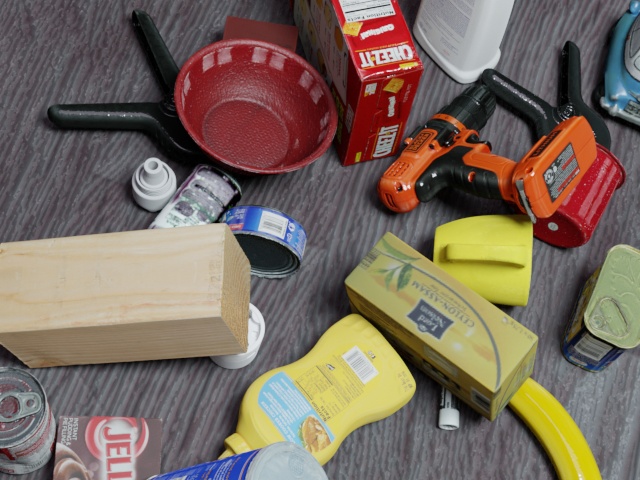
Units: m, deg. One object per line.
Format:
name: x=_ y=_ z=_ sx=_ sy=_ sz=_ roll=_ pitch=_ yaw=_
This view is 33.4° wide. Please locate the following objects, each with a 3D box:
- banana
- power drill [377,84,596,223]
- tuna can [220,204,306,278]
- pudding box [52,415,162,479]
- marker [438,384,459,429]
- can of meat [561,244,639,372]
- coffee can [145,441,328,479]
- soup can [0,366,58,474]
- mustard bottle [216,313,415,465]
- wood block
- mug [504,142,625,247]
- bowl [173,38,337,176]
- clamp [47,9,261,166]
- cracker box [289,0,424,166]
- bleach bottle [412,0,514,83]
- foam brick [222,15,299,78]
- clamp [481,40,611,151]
banana: x=0.216 y=0.201 z=0.976 sx=0.069 sy=0.037 sz=0.198 roll=-10 pitch=66 yaw=-12
power drill: x=0.170 y=-0.088 z=1.046 sx=0.188 sy=0.057 sz=0.184 roll=10 pitch=50 yaw=46
tuna can: x=-0.057 y=0.001 z=1.011 sx=0.086 sy=0.086 sz=0.033 roll=13 pitch=62 yaw=-1
pudding box: x=-0.184 y=0.209 z=0.923 sx=0.090 sy=0.039 sz=0.113 roll=2 pitch=65 yaw=-6
marker: x=0.125 y=0.119 z=1.014 sx=0.020 sy=0.020 sz=0.121 roll=8 pitch=64 yaw=-3
can of meat: x=0.276 y=0.068 z=1.020 sx=0.057 sy=0.084 sz=0.102 roll=25 pitch=64 yaw=5
coffee can: x=-0.073 y=0.225 z=0.855 sx=0.102 sy=0.141 sz=0.103 roll=29 pitch=50 yaw=-42
soup can: x=-0.261 y=0.155 z=0.904 sx=0.068 sy=0.102 sz=0.068 roll=3 pitch=65 yaw=-6
mustard bottle: x=-0.014 y=0.154 z=0.959 sx=0.191 sy=0.058 sz=0.096 roll=-33 pitch=72 yaw=-20
wood block: x=-0.172 y=0.050 z=0.940 sx=0.206 sy=0.091 sz=0.090 roll=-5 pitch=63 yaw=11
mug: x=0.237 y=-0.049 z=1.076 sx=0.117 sy=0.093 sz=0.081 roll=16 pitch=65 yaw=35
bowl: x=-0.067 y=-0.120 z=1.049 sx=0.162 sy=0.055 sz=0.162 roll=8 pitch=58 yaw=-13
clamp: x=-0.150 y=-0.145 z=1.096 sx=0.210 sy=0.036 sz=0.164 roll=24 pitch=63 yaw=2
cracker box: x=0.031 y=-0.210 z=1.078 sx=0.072 sy=0.164 sz=0.214 roll=-14 pitch=67 yaw=-11
bleach bottle: x=0.161 y=-0.269 z=1.073 sx=0.068 sy=0.251 sz=0.102 roll=-36 pitch=74 yaw=-21
foam brick: x=-0.065 y=-0.194 z=1.114 sx=0.078 sy=0.051 sz=0.053 roll=9 pitch=46 yaw=-2
clamp: x=0.247 y=-0.131 z=1.137 sx=0.120 sy=0.039 sz=0.171 roll=-14 pitch=68 yaw=-8
